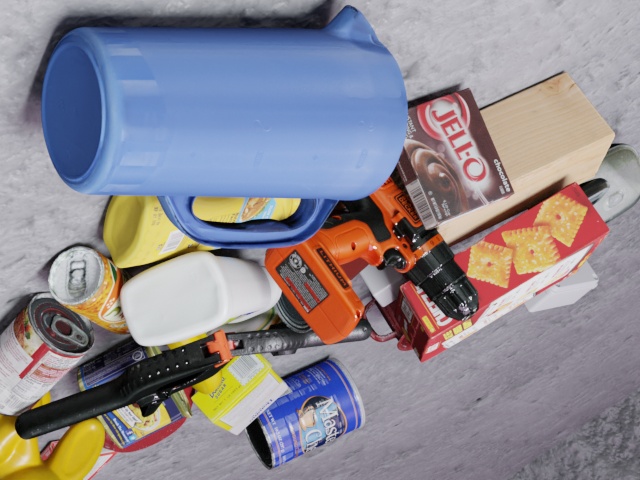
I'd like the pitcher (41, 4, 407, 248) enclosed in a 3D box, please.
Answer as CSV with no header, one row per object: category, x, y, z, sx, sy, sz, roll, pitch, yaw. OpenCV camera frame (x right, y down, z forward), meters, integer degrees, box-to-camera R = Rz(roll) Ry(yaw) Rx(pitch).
pitcher,-0.068,-0.080,0.759,0.242,0.149,0.145,-5,163,-39

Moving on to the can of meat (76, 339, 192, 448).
can of meat,-0.194,0.157,1.110,0.084,0.057,0.102,-27,118,-3

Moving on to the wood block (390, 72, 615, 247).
wood block,0.183,-0.079,1.100,0.206,0.091,0.090,-25,156,-14

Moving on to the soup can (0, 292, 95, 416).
soup can,-0.260,0.104,0.960,0.102,0.068,0.068,-43,153,25

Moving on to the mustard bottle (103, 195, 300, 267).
mustard bottle,-0.086,-0.029,0.923,0.191,0.058,0.096,-11,150,-37

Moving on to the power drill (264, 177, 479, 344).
power drill,0.050,0.024,0.983,0.187,0.184,0.057,-30,167,-50

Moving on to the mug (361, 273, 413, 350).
mug,0.105,0.083,1.323,0.117,0.081,0.093,-27,155,-11

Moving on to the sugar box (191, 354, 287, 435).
sugar box,-0.094,0.181,1.278,0.093,0.048,0.176,-42,168,-7

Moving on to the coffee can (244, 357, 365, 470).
coffee can,-0.025,0.230,1.422,0.140,0.103,0.103,-22,154,-20

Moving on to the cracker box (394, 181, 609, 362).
cracker box,0.185,0.037,1.135,0.213,0.072,0.164,-29,166,-6

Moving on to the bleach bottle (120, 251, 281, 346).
bleach bottle,-0.090,0.050,1.012,0.103,0.068,0.250,-20,175,16

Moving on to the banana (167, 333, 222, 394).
banana,-0.137,0.113,1.094,0.037,0.070,0.198,-61,159,-27

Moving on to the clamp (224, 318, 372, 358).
clamp,-0.031,0.107,1.170,0.171,0.039,0.120,-5,170,-46

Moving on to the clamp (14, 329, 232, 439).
clamp,-0.164,0.132,0.960,0.164,0.036,0.210,-6,161,-47

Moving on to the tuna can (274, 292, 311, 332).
tuna can,-0.016,0.052,1.121,0.033,0.086,0.086,-14,150,-36

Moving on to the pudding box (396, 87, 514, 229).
pudding box,0.118,-0.077,1.002,0.090,0.113,0.039,-22,179,-21
